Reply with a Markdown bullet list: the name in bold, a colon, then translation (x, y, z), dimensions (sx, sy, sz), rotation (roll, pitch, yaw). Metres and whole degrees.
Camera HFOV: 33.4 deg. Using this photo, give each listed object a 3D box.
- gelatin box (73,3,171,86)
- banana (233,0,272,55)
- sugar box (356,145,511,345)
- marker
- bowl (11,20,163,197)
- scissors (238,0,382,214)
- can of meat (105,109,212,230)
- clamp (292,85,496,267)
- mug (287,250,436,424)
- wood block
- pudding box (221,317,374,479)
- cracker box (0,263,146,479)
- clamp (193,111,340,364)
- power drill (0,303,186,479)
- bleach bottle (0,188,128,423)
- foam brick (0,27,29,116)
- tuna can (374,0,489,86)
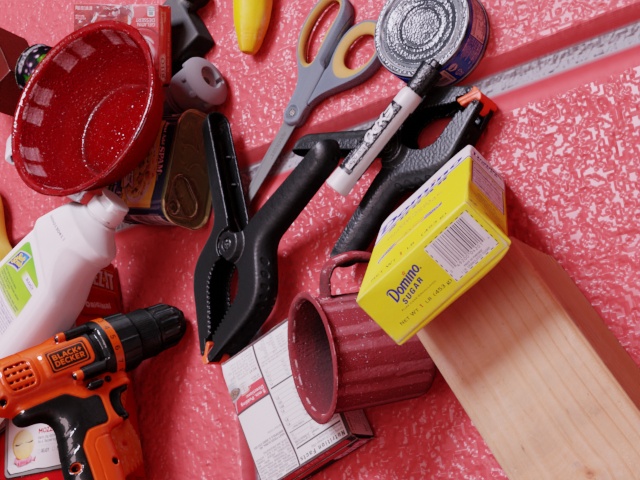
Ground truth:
- **gelatin box**: translation (-0.179, -0.176, 0.964), dimensions (0.089, 0.030, 0.073), rotation (5, 100, 18)
- **banana**: translation (-0.075, -0.259, 0.965), dimensions (0.070, 0.037, 0.198), rotation (-49, 52, 39)
- **sugar box**: translation (0.077, -0.004, 0.704), dimensions (0.093, 0.176, 0.048), rotation (-43, 98, 16)
- **marker**: translation (0.049, -0.085, 0.794), dimensions (0.121, 0.020, 0.020), rotation (-51, 55, 8)
- **bowl**: translation (-0.189, -0.104, 0.916), dimensions (0.162, 0.055, 0.162), rotation (-12, 65, 29)
- **scissors**: translation (-0.003, -0.108, 0.885), dimensions (0.096, 0.016, 0.202), rotation (16, 88, 37)
- **can of meat**: translation (-0.141, -0.062, 0.944), dimensions (0.084, 0.057, 0.102), rotation (3, 79, 38)
- **clamp**: translation (0.052, -0.071, 0.824), dimensions (0.172, 0.039, 0.120), rotation (-39, 64, 17)
- **mug**: translation (0.029, 0.065, 0.755), dimensions (0.093, 0.081, 0.117), rotation (-175, 79, -69)
- **wood block**: translation (0.157, 0.108, 0.670), dimensions (0.090, 0.090, 0.206), rotation (-43, 57, 18)
- **pudding box**: translation (-0.020, 0.124, 0.823), dimensions (0.090, 0.039, 0.113), rotation (-35, 62, 22)
- **cracker box**: translation (-0.249, 0.139, 0.959), dimensions (0.164, 0.072, 0.214), rotation (-25, 64, 26)
- **clamp**: translation (-0.056, 0.001, 0.862), dimensions (0.165, 0.036, 0.210), rotation (9, 91, 49)
- **power drill**: translation (-0.157, 0.151, 0.859), dimensions (0.188, 0.184, 0.057), rotation (60, 145, 13)
- **bleach bottle**: translation (-0.248, 0.062, 0.899), dimensions (0.251, 0.068, 0.103), rotation (-47, 56, 10)
- **foam brick**: translation (-0.330, -0.177, 1.109), dimensions (0.053, 0.051, 0.078), rotation (-40, 59, 19)
- **tuna can**: translation (0.085, -0.161, 0.826), dimensions (0.086, 0.033, 0.086), rotation (-10, 73, 33)
